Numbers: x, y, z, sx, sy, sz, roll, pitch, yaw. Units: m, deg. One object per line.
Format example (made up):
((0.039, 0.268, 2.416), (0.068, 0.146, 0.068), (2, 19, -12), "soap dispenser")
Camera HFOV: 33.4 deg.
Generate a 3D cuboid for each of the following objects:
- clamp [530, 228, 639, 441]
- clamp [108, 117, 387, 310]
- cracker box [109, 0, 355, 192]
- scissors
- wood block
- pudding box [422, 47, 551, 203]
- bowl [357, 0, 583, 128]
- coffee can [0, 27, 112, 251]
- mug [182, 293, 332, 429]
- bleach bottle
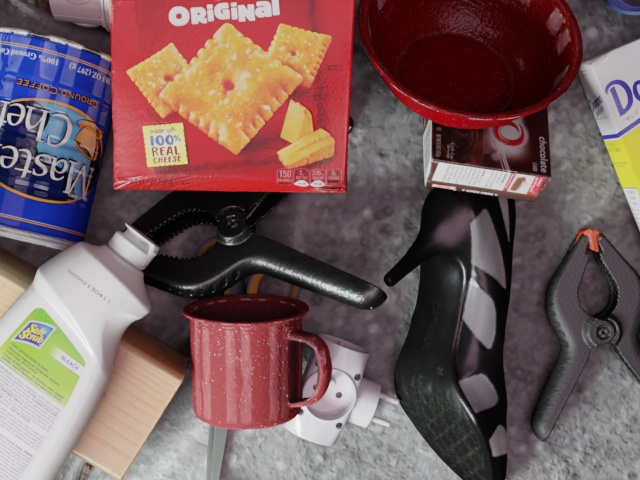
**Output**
((0.231, 0.077, 0.848), (0.120, 0.039, 0.171), (2, 94, -6), "clamp")
((-0.055, 0.001, 0.796), (0.210, 0.036, 0.164), (-18, 61, 2), "clamp")
((-0.058, -0.141, 0.730), (0.164, 0.072, 0.214), (2, 105, -1), "cracker box")
((-0.055, 0.095, 0.840), (0.096, 0.016, 0.202), (-8, 95, -4), "scissors")
((-0.210, 0.079, 0.791), (0.206, 0.090, 0.091), (32, 90, -6), "wood block")
((0.123, -0.088, 0.802), (0.090, 0.039, 0.113), (7, 59, -4), "pudding box")
((0.103, -0.135, 0.772), (0.162, 0.055, 0.162), (3, 58, -5), "bowl")
((-0.205, -0.069, 0.765), (0.102, 0.103, 0.140), (13, 86, -5), "coffee can")
((-0.044, 0.090, 0.781), (0.117, 0.093, 0.081), (5, 101, 28), "mug")
((-0.189, 0.101, 0.718), (0.102, 0.068, 0.251), (37, 88, -6), "bleach bottle")
